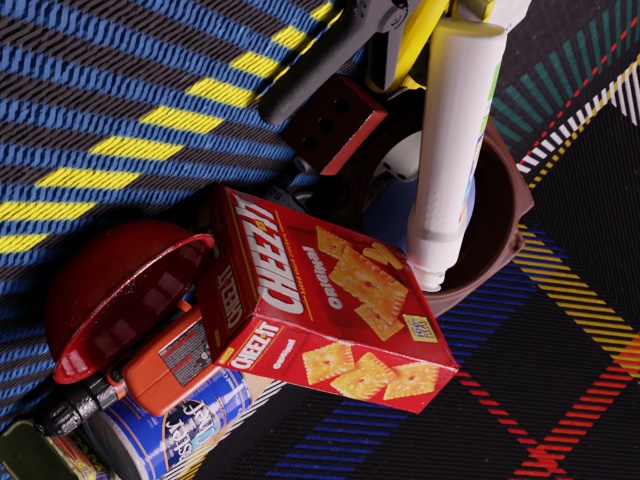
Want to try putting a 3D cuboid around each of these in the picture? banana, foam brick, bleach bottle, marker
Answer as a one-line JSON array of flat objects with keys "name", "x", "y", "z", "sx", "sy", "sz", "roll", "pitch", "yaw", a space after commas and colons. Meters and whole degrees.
[{"name": "banana", "x": 0.075, "y": -0.184, "z": 0.943, "sx": 0.198, "sy": 0.037, "sz": 0.069, "roll": 122, "pitch": -8, "yaw": -61}, {"name": "foam brick", "x": 0.013, "y": -0.103, "z": 0.955, "sx": 0.078, "sy": 0.053, "sz": 0.051, "roll": -49, "pitch": 169, "yaw": 17}, {"name": "bleach bottle", "x": 0.119, "y": -0.076, "z": 1.002, "sx": 0.102, "sy": 0.068, "sz": 0.251, "roll": -56, "pitch": 155, "yaw": -69}, {"name": "marker", "x": 0.023, "y": -0.110, "z": 1.059, "sx": 0.121, "sy": 0.020, "sz": 0.020, "roll": -41, "pitch": 169, "yaw": -20}]

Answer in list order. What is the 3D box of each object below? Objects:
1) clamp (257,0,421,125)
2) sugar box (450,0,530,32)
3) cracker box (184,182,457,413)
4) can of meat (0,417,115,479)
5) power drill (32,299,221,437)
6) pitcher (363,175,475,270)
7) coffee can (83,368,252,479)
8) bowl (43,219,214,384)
[{"name": "clamp", "x": 0.038, "y": -0.174, "z": 0.816, "sx": 0.164, "sy": 0.036, "sz": 0.210, "roll": -30, "pitch": 160, "yaw": -41}, {"name": "sugar box", "x": 0.173, "y": -0.242, "z": 1.060, "sx": 0.093, "sy": 0.048, "sz": 0.176, "roll": -44, "pitch": 174, "yaw": -8}, {"name": "cracker box", "x": -0.001, "y": 0.050, "z": 0.926, "sx": 0.213, "sy": 0.164, "sz": 0.072, "roll": 19, "pitch": 123, "yaw": -32}, {"name": "can of meat", "x": -0.257, "y": 0.216, "z": 1.031, "sx": 0.057, "sy": 0.102, "sz": 0.084, "roll": -44, "pitch": 168, "yaw": 1}, {"name": "power drill", "x": -0.164, "y": 0.113, "z": 0.950, "sx": 0.184, "sy": 0.057, "sz": 0.188, "roll": -42, "pitch": -165, "yaw": -24}, {"name": "pitcher", "x": 0.104, "y": 0.003, "z": 1.250, "sx": 0.242, "sy": 0.149, "sz": 0.145, "roll": -47, "pitch": -163, "yaw": -22}, {"name": "coffee can", "x": -0.154, "y": 0.169, "z": 1.072, "sx": 0.140, "sy": 0.103, "sz": 0.103, "roll": -35, "pitch": 167, "yaw": -28}, {"name": "bowl", "x": -0.158, "y": 0.036, "z": 0.823, "sx": 0.162, "sy": 0.055, "sz": 0.162, "roll": -43, "pitch": 170, "yaw": -10}]
